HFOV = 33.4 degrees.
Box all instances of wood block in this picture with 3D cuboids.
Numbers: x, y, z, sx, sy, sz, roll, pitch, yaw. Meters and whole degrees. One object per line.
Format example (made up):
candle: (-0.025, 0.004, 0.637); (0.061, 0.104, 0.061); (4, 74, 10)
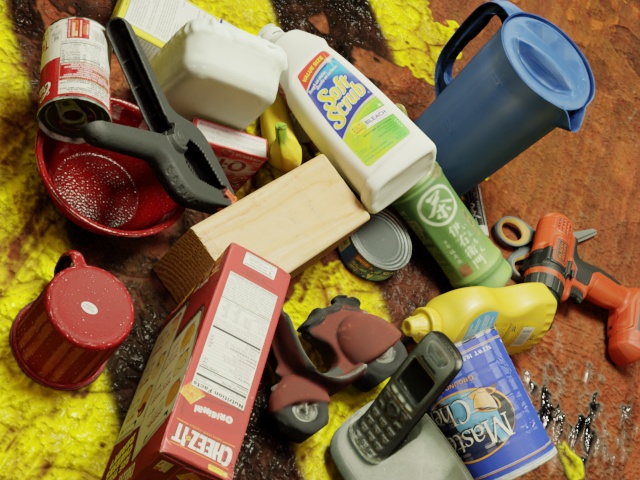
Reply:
wood block: (-0.057, 0.002, 1.094); (0.205, 0.091, 0.090); (-33, 84, -44)

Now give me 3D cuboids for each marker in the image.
marker: (0.199, -0.031, 1.348); (0.020, 0.020, 0.121); (13, 55, -29)

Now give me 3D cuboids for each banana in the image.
banana: (-0.043, -0.118, 1.177); (0.037, 0.070, 0.198); (0, 19, -9)

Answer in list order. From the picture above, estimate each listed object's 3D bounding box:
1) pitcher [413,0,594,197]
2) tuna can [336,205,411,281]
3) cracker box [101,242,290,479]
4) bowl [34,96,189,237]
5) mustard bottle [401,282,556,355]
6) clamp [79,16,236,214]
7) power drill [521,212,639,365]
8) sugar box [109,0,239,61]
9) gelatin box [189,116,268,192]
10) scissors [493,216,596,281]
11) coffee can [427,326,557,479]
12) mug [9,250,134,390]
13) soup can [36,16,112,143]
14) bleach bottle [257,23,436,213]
pitcher: (0.192, -0.156, 1.269); (0.145, 0.243, 0.149); (29, 48, -17)
tuna can: (0.060, 0.003, 1.216); (0.086, 0.034, 0.086); (18, 52, -25)
cracker box: (-0.109, 0.132, 0.920); (0.072, 0.164, 0.213); (28, 49, -15)
bowl: (-0.211, -0.063, 1.051); (0.161, 0.055, 0.162); (18, 52, -25)
mustard bottle: (0.170, 0.092, 1.192); (0.191, 0.096, 0.058); (-1, 47, -35)
clamp: (-0.150, -0.090, 1.007); (0.210, 0.036, 0.164); (54, 28, -33)
power drill: (0.330, 0.078, 1.334); (0.187, 0.057, 0.184); (36, 52, -19)
sugar box: (-0.150, -0.222, 1.208); (0.176, 0.048, 0.093); (29, 49, -22)
gelatin box: (-0.111, -0.088, 1.126); (0.089, 0.073, 0.030); (14, 55, -28)
scissors: (0.292, -0.010, 1.402); (0.201, 0.016, 0.096); (-32, 86, -43)
coffee can: (0.160, 0.171, 1.074); (0.102, 0.103, 0.140); (-17, 78, -41)
mug: (-0.217, 0.064, 0.945); (0.093, 0.082, 0.117); (8, 57, -32)
soup can: (-0.230, -0.152, 1.008); (0.068, 0.069, 0.102); (14, 54, -28)
bleach bottle: (0.010, -0.149, 1.183); (0.102, 0.068, 0.251); (-37, 68, -16)
